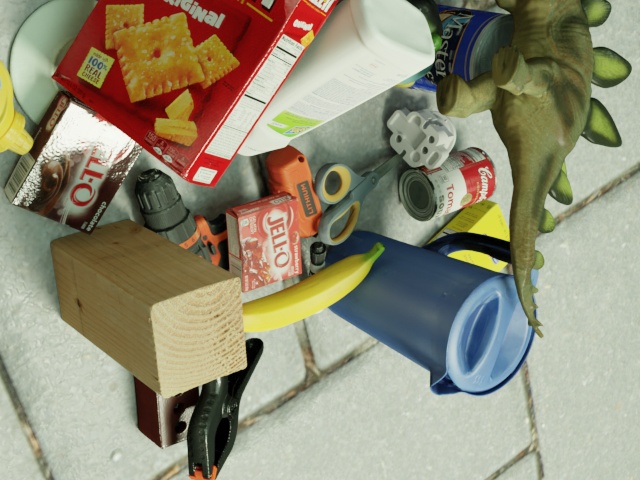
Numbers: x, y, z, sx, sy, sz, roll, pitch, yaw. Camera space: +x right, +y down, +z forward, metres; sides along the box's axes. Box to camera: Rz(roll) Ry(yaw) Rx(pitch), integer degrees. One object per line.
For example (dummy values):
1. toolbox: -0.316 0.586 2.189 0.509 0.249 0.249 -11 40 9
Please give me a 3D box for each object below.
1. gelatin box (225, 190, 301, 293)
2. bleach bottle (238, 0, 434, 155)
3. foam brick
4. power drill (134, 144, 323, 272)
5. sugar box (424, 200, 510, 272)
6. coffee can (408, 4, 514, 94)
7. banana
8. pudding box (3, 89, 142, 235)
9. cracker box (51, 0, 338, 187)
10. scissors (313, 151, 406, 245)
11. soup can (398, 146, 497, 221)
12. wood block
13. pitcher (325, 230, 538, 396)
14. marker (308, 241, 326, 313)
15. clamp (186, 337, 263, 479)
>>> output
1. gelatin box: -0.057 0.001 1.094 0.073 0.030 0.089 -18 121 -31
2. bleach bottle: -0.020 -0.142 0.997 0.102 0.251 0.068 14 58 -46
3. foam brick: -0.162 0.169 1.131 0.052 0.051 0.078 -16 115 -34
4. power drill: -0.094 -0.026 1.114 0.187 0.057 0.184 -32 127 -22
5. sugar box: 0.167 0.036 1.346 0.176 0.048 0.093 -45 128 -19
6. coffee can: 0.159 -0.208 1.191 0.102 0.141 0.103 -14 113 -34
7. banana: -0.021 0.056 1.138 0.197 0.037 0.070 -27 147 -23
8. pudding box: -0.227 -0.072 0.991 0.089 0.039 0.113 25 103 -41
9. cracker box: -0.107 -0.179 0.915 0.214 0.164 0.072 -55 163 10
10. scissors: 0.046 -0.078 1.190 0.201 0.016 0.096 -55 136 -36
11. soup can: 0.153 -0.068 1.284 0.102 0.069 0.068 -20 117 -31
12. wood block: -0.163 0.056 0.988 0.090 0.206 0.091 -18 116 -33
13. pitcher: 0.117 0.061 1.185 0.148 0.243 0.145 -8 110 -37
14. marker: -0.004 0.041 1.196 0.020 0.020 0.121 -34 151 -24
15. clamp: -0.109 0.163 1.117 0.120 0.039 0.171 46 51 -53
